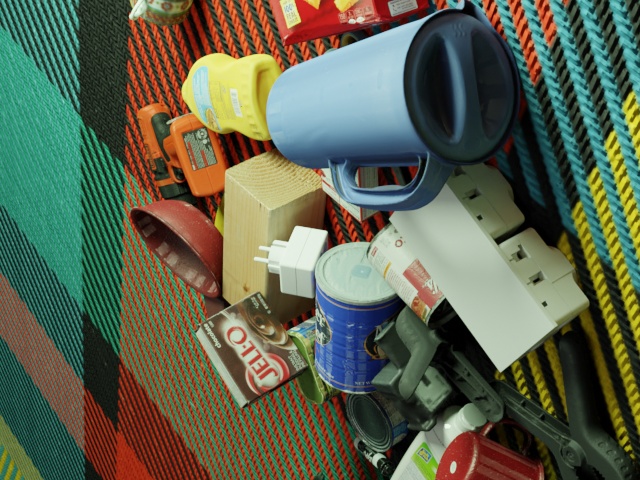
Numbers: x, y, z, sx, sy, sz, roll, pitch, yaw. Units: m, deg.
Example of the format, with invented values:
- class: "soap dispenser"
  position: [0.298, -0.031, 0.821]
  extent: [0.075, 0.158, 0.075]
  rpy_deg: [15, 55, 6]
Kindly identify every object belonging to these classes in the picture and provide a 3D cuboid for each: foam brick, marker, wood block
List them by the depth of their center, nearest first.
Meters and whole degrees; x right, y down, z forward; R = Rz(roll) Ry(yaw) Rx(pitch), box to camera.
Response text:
- class: "wood block"
  position: [-0.059, 0.002, 1.308]
  extent: [0.091, 0.090, 0.206]
  rpy_deg: [41, 142, 32]
- class: "marker"
  position: [0.068, 0.272, 1.346]
  extent: [0.121, 0.020, 0.020]
  rpy_deg: [-159, 48, -74]
- class: "foam brick"
  position: [-0.113, 0.080, 1.459]
  extent: [0.051, 0.078, 0.053]
  rpy_deg: [29, 135, 47]

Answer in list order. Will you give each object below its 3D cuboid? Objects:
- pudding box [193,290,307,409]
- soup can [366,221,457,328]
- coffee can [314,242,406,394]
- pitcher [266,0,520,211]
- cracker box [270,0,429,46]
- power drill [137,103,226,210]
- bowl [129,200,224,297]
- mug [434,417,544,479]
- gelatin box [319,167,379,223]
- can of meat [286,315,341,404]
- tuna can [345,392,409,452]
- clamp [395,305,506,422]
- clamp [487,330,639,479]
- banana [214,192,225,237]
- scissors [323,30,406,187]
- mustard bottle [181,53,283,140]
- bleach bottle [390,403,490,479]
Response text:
- class: "pudding box"
  position: [-0.083, 0.130, 1.268]
  extent: [0.113, 0.089, 0.039]
  rpy_deg: [55, 150, 11]
- class: "soup can"
  position: [0.104, 0.031, 1.103]
  extent: [0.102, 0.068, 0.069]
  rpy_deg: [48, 146, 25]
- class: "coffee can"
  position: [0.045, 0.088, 1.200]
  extent: [0.103, 0.102, 0.140]
  rpy_deg: [37, 140, 38]
- class: "pitcher"
  position: [0.052, -0.117, 0.985]
  extent: [0.243, 0.149, 0.145]
  rpy_deg: [-2, 117, 55]
- class: "cracker box"
  position: [0.001, -0.302, 1.007]
  extent: [0.164, 0.072, 0.214]
  rpy_deg: [3, 114, 55]
- class: "power drill"
  position: [-0.183, -0.097, 1.428]
  extent: [0.188, 0.057, 0.184]
  rpy_deg: [5, 116, 65]
- class: "bowl"
  position: [-0.173, 0.000, 1.397]
  extent: [0.162, 0.055, 0.162]
  rpy_deg: [37, 159, 17]
- class: "mug"
  position: [0.178, 0.239, 1.110]
  extent: [0.081, 0.117, 0.093]
  rpy_deg: [27, 178, -13]
- class: "gelatin box"
  position: [0.031, -0.073, 1.161]
  extent: [0.073, 0.030, 0.089]
  rpy_deg: [42, 152, 36]
- class: "can of meat"
  position: [0.009, 0.140, 1.312]
  extent: [0.058, 0.083, 0.102]
  rpy_deg: [2, 114, 56]
- class: "tuna can"
  position: [0.071, 0.217, 1.325]
  extent: [0.086, 0.033, 0.086]
  rpy_deg: [36, 140, 38]
- class: "clamp"
  position: [0.130, 0.119, 1.105]
  extent: [0.039, 0.120, 0.171]
  rpy_deg: [-52, 21, 30]
- class: "clamp"
  position: [0.254, 0.192, 1.026]
  extent: [0.210, 0.036, 0.165]
  rpy_deg: [55, 150, 18]
- class: "banana"
  position: [-0.106, -0.036, 1.401]
  extent: [0.070, 0.037, 0.198]
  rpy_deg: [50, 145, 24]
- class: "scissors"
  position: [0.049, -0.123, 1.122]
  extent: [0.096, 0.016, 0.202]
  rpy_deg: [12, 122, 55]
- class: "mustard bottle"
  position: [-0.113, -0.176, 1.286]
  extent: [0.192, 0.058, 0.096]
  rpy_deg: [14, 123, 52]
- class: "bleach bottle"
  position: [0.142, 0.272, 1.232]
  extent: [0.103, 0.068, 0.251]
  rpy_deg: [47, 143, 23]
